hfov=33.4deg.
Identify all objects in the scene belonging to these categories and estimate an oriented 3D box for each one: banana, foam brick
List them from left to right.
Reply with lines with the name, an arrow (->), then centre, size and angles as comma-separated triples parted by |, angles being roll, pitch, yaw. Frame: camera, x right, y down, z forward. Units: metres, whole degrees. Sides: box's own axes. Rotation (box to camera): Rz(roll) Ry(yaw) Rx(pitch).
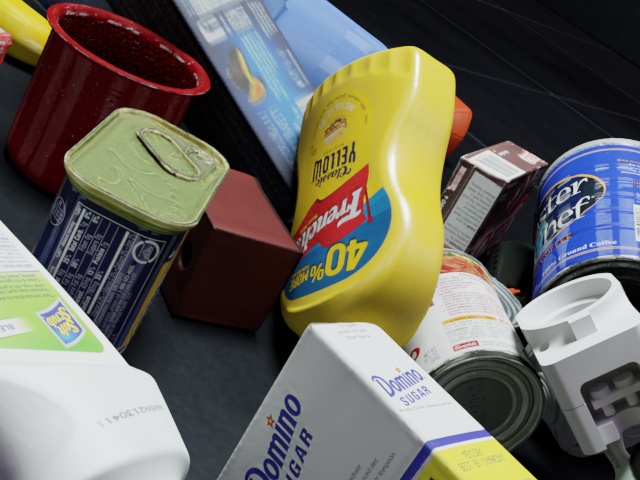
banana -> -0.237, -0.173, 0.720 | 0.198, 0.037, 0.069 | 43, 26, 30
foam brick -> -0.054, 0.001, 0.546 | 0.051, 0.053, 0.078 | 15, 25, -33

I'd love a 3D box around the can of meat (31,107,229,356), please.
can of meat -> -0.088, 0.000, 0.458 | 0.057, 0.084, 0.102 | 28, 22, -5

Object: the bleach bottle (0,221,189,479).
bleach bottle -> -0.136, 0.028, 0.368 | 0.251, 0.068, 0.102 | 40, 24, 20

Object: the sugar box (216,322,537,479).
sugar box -> 0.041, 0.116, 0.353 | 0.048, 0.093, 0.176 | 5, 33, -48

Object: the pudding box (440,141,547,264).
pudding box -> 0.110, -0.020, 0.747 | 0.039, 0.090, 0.113 | 35, 23, 18

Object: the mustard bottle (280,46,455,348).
mustard bottle -> 0.021, -0.001, 0.544 | 0.058, 0.096, 0.191 | 28, 55, -34

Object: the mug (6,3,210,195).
mug -> -0.125, -0.077, 0.587 | 0.093, 0.082, 0.117 | 7, 31, -45

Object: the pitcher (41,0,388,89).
pitcher -> -0.072, -0.164, 0.775 | 0.243, 0.145, 0.149 | 35, 22, 6

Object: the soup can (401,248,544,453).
soup can -> 0.070, 0.058, 0.554 | 0.068, 0.069, 0.102 | 22, 23, -18

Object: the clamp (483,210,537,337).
clamp -> 0.172, 0.029, 0.781 | 0.209, 0.036, 0.165 | 1, 43, -46

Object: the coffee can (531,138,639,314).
coffee can -> 0.188, 0.013, 0.682 | 0.102, 0.103, 0.140 | 27, 36, -6
